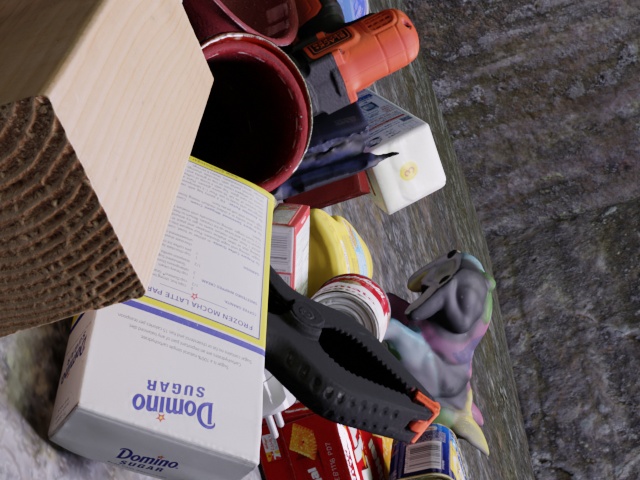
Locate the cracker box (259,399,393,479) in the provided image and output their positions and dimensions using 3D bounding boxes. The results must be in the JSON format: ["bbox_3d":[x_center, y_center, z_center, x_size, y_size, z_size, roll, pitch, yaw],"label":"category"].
[{"bbox_3d":[0.025,0.186,0.841,0.213,0.072,0.164,-26,100,-77],"label":"cracker box"}]

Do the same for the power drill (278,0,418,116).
[{"bbox_3d":[-0.032,-0.159,0.883,0.188,0.184,0.057,58,-8,49],"label":"power drill"}]

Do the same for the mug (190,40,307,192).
[{"bbox_3d":[-0.073,-0.060,0.658,0.093,0.082,0.117,37,70,-26],"label":"mug"}]

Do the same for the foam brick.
[{"bbox_3d":[0.003,-0.059,1.040,0.053,0.078,0.051,-2,74,-77],"label":"foam brick"}]

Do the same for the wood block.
[{"bbox_3d":[-0.117,-0.057,0.480,0.206,0.090,0.091,-86,157,-58],"label":"wood block"}]

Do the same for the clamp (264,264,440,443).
[{"bbox_3d":[-0.024,0.058,0.637,0.210,0.036,0.164,37,24,2],"label":"clamp"}]

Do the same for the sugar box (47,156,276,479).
[{"bbox_3d":[-0.075,0.033,0.541,0.093,0.048,0.176,23,46,-21],"label":"sugar box"}]

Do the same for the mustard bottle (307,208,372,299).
[{"bbox_3d":[0.012,0.023,1.018,0.191,0.058,0.096,7,69,-76],"label":"mustard bottle"}]

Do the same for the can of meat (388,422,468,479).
[{"bbox_3d":[0.085,0.198,0.795,0.084,0.057,0.102,-70,144,-69],"label":"can of meat"}]

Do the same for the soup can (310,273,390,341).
[{"bbox_3d":[0.019,0.066,0.866,0.102,0.068,0.068,-35,108,-80],"label":"soup can"}]

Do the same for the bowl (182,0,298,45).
[{"bbox_3d":[-0.088,-0.203,0.809,0.162,0.055,0.162,42,30,-31],"label":"bowl"}]
